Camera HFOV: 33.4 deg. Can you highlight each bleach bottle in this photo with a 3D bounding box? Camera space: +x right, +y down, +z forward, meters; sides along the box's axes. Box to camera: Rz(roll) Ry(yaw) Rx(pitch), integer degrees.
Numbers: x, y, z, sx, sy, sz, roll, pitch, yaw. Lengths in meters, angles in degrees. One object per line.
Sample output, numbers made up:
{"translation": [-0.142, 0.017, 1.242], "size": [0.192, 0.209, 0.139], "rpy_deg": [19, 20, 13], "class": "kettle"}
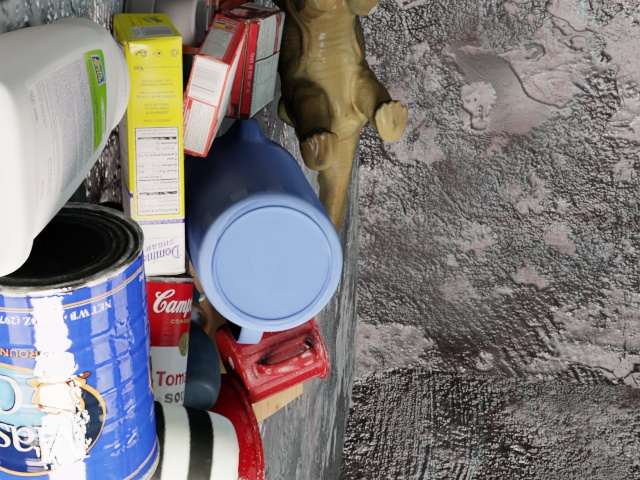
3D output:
{"translation": [-0.153, -0.066, 0.588], "size": [0.250, 0.068, 0.102], "rpy_deg": [-73, 166, -72], "class": "bleach bottle"}

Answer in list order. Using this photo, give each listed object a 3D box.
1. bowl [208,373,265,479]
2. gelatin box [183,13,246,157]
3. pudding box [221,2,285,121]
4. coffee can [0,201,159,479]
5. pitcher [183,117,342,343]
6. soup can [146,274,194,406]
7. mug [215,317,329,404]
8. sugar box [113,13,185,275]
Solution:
{"translation": [-0.109, 0.207, 1.002], "size": [0.162, 0.055, 0.162], "rpy_deg": [4, -86, 62], "class": "bowl"}
{"translation": [-0.087, -0.121, 0.837], "size": [0.073, 0.030, 0.089], "rpy_deg": [-77, -174, -53], "class": "gelatin box"}
{"translation": [-0.064, -0.160, 0.946], "size": [0.113, 0.039, 0.090], "rpy_deg": [-58, 158, -71], "class": "pudding box"}
{"translation": [-0.142, 0.063, 0.576], "size": [0.102, 0.103, 0.140], "rpy_deg": [-73, 166, -63], "class": "coffee can"}
{"translation": [-0.056, 0.001, 0.894], "size": [0.149, 0.145, 0.243], "rpy_deg": [50, 1, -17], "class": "pitcher"}
{"translation": [-0.134, 0.076, 0.818], "size": [0.068, 0.068, 0.102], "rpy_deg": [0, 95, -84], "class": "soup can"}
{"translation": [-0.044, 0.107, 1.010], "size": [0.117, 0.081, 0.093], "rpy_deg": [19, -51, 66], "class": "mug"}
{"translation": [-0.125, -0.072, 0.787], "size": [0.093, 0.048, 0.176], "rpy_deg": [-123, -150, -63], "class": "sugar box"}
